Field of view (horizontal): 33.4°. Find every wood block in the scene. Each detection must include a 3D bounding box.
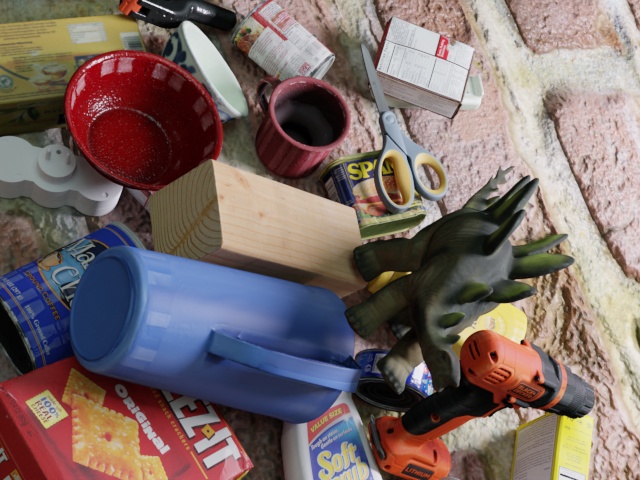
[{"bbox_3d":[-0.057,0.002,1.047,0.205,0.091,0.090,17,56,-47],"label":"wood block"}]

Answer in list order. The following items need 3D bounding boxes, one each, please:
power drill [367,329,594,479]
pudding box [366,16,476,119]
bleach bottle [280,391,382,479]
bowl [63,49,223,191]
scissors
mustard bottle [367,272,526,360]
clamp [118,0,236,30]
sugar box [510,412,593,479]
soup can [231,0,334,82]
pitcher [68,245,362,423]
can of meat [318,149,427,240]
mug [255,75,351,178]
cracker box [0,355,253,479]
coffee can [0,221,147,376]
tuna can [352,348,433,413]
[{"bbox_3d":[0.154,0.168,1.036,0.184,0.188,0.057,29,32,-37],"label":"power drill"},{"bbox_3d":[0.119,-0.204,1.257,0.113,0.039,0.090,19,61,-3],"label":"pudding box"},{"bbox_3d":[0.003,0.219,1.036,0.102,0.068,0.251,-8,67,-24],"label":"bleach bottle"},{"bbox_3d":[-0.182,-0.108,1.063,0.162,0.055,0.162,13,58,-22],"label":"bowl"},{"bbox_3d":[0.093,-0.123,1.186,0.096,0.016,0.202,6,68,-22],"label":"scissors"},{"bbox_3d":[0.125,0.074,1.150,0.191,0.058,0.096,30,55,-4],"label":"mustard bottle"},{"bbox_3d":[-0.161,-0.265,1.185,0.120,0.039,0.171,35,30,-1],"label":"clamp"},{"bbox_3d":[0.227,0.265,1.077,0.048,0.093,0.176,19,62,-13],"label":"sugar box"},{"bbox_3d":[-0.042,-0.219,1.222,0.102,0.069,0.068,41,59,2],"label":"soup can"},{"bbox_3d":[-0.088,0.084,0.941,0.242,0.149,0.145,18,46,-42],"label":"pitcher"},{"bbox_3d":[0.060,-0.050,1.187,0.101,0.058,0.084,-12,73,-25],"label":"can of meat"},{"bbox_3d":[-0.031,-0.129,1.175,0.093,0.082,0.117,-37,82,-30],"label":"mug"},{"bbox_3d":[-0.179,0.178,0.933,0.213,0.072,0.164,-18,72,-54],"label":"cracker box"},{"bbox_3d":[-0.231,0.057,1.001,0.140,0.103,0.103,-29,78,-29],"label":"coffee can"},{"bbox_3d":[0.073,0.143,1.082,0.086,0.086,0.033,22,62,-10],"label":"tuna can"}]
